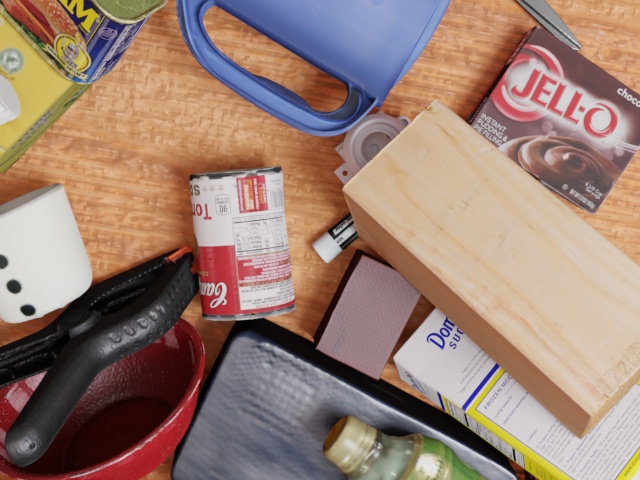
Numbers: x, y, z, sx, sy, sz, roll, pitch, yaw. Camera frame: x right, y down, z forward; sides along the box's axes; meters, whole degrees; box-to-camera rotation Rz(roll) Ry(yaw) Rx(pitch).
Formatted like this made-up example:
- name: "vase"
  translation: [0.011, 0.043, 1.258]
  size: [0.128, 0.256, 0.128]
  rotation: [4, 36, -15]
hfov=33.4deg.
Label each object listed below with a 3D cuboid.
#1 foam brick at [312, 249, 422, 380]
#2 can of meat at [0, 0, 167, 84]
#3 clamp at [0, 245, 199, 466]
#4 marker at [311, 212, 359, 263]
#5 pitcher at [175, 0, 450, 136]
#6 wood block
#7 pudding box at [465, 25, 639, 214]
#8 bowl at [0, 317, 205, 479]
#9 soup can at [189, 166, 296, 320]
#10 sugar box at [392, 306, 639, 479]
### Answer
- name: "foam brick"
  translation: [0.034, 0.052, 0.771]
  size: [0.053, 0.051, 0.078]
  rotation: [27, 94, -3]
- name: "can of meat"
  translation: [-0.158, -0.161, 0.684]
  size: [0.102, 0.084, 0.057]
  rotation: [48, 49, -3]
- name: "clamp"
  translation: [-0.158, 0.071, 0.719]
  size: [0.209, 0.165, 0.036]
  rotation: [-33, 117, -25]
- name: "marker"
  translation: [0.045, -0.029, 0.779]
  size: [0.121, 0.020, 0.020]
  rotation: [-40, 95, 2]
- name: "pitcher"
  translation: [-0.033, -0.191, 0.709]
  size: [0.243, 0.149, 0.145]
  rotation: [28, 136, -1]
- name: "wood block"
  translation: [0.121, 0.018, 0.683]
  size: [0.090, 0.091, 0.206]
  rotation: [-44, 69, -6]
- name: "pudding box"
  translation: [0.172, -0.086, 0.768]
  size: [0.113, 0.039, 0.090]
  rotation: [33, 93, -5]
- name: "bowl"
  translation: [-0.147, 0.120, 0.736]
  size: [0.162, 0.162, 0.055]
  rotation: [-20, 123, 0]
- name: "soup can"
  translation: [-0.055, 0.001, 0.755]
  size: [0.068, 0.068, 0.102]
  rotation: [-5, 95, -2]
- name: "sugar box"
  translation: [0.146, 0.103, 0.732]
  size: [0.176, 0.048, 0.093]
  rotation: [34, 74, 30]
